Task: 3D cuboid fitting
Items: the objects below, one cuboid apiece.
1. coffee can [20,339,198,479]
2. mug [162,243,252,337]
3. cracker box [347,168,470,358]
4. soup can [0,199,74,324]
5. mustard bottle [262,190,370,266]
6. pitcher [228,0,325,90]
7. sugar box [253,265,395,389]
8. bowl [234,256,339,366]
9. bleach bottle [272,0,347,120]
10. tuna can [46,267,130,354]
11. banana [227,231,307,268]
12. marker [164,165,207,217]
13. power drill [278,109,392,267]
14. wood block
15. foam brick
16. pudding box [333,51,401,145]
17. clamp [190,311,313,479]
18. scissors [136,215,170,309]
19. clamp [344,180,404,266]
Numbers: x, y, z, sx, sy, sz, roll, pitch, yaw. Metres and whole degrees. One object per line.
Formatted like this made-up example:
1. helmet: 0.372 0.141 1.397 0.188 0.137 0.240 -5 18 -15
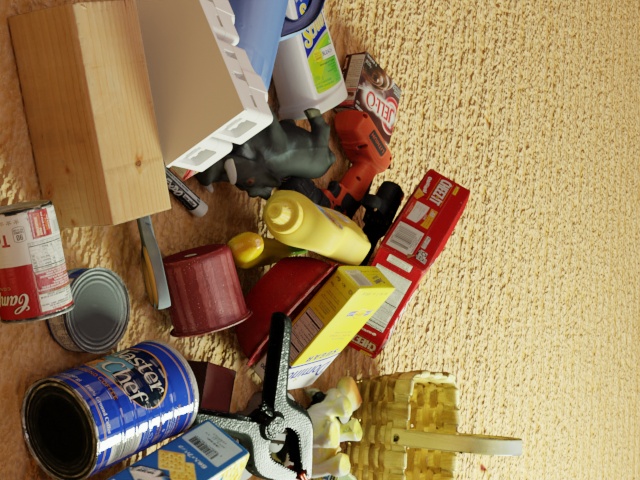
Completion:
1. coffee can: -0.202 0.163 1.036 0.140 0.103 0.103 -18 103 -54
2. mug: -0.128 0.050 1.171 0.117 0.093 0.081 -67 143 -78
3. cracker box: 0.108 0.034 1.410 0.164 0.072 0.214 -55 172 -40
4. soup can: -0.269 0.019 0.977 0.068 0.069 0.102 -23 107 -53
5. mustard bottle: -0.014 -0.018 1.227 0.058 0.096 0.191 -57 157 4
6. pitcher: -0.083 -0.281 1.198 0.144 0.149 0.243 28 69 -63
7. sugar box: 0.005 0.107 1.290 0.176 0.048 0.093 -53 153 20
8. bowl: -0.051 0.071 1.253 0.055 0.162 0.161 41 43 6
9. bleach bottle: -0.039 -0.282 1.325 0.102 0.068 0.251 -38 117 -51
10. tuna can: -0.231 0.069 1.059 0.086 0.034 0.086 3 86 -55
11. banana: -0.074 0.009 1.236 0.037 0.070 0.197 68 13 6
12. marker: -0.165 -0.065 1.171 0.121 0.020 0.020 47 52 -44
13. power drill: 0.021 -0.080 1.408 0.184 0.057 0.187 56 49 -43
14. wood block: -0.221 -0.122 1.033 0.090 0.090 0.206 -22 106 -54
15. foam brick: -0.133 0.176 1.178 0.051 0.053 0.078 27 66 -52
16. pudding box: 0.067 -0.196 1.491 0.113 0.039 0.090 36 60 -48
17. clamp: -0.069 0.202 1.169 0.164 0.036 0.210 -35 123 -25
18. scissors: -0.188 -0.016 1.128 0.016 0.096 0.202 -10 67 -16
19. clamp: 0.071 -0.020 1.385 0.120 0.039 0.171 -68 167 22
